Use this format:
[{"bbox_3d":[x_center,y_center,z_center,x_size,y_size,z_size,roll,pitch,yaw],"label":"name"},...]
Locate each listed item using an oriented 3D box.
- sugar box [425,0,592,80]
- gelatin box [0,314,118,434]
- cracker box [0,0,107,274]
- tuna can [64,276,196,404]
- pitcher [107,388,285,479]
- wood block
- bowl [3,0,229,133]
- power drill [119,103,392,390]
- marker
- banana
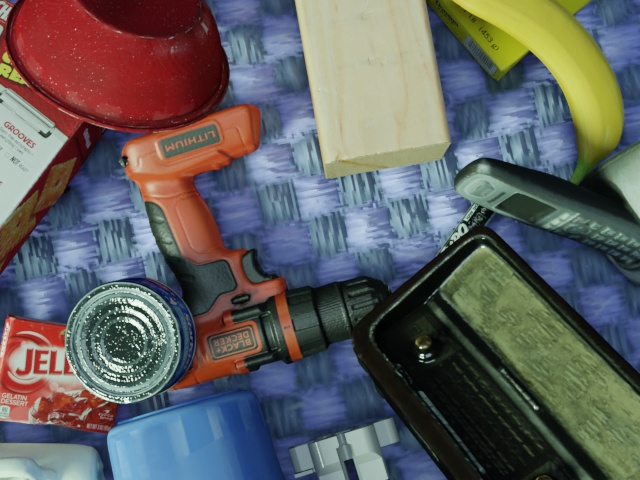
[{"bbox_3d":[0.170,-0.210,0.790,0.176,0.048,0.093,-40,89,0],"label":"sugar box"},{"bbox_3d":[-0.187,0.096,0.766,0.089,0.030,0.073,12,85,-22],"label":"gelatin box"},{"bbox_3d":[-0.263,-0.067,0.742,0.164,0.072,0.213,30,65,2],"label":"cracker box"},{"bbox_3d":[-0.131,0.068,0.733,0.086,0.033,0.086,0,91,9],"label":"tuna can"},{"bbox_3d":[-0.074,0.233,0.730,0.149,0.145,0.243,-14,82,-13],"label":"pitcher"},{"bbox_3d":[0.029,-0.157,0.766,0.090,0.091,0.206,-10,86,1],"label":"wood block"},{"bbox_3d":[-0.134,-0.150,0.740,0.162,0.055,0.162,13,47,-15],"label":"bowl"},{"bbox_3d":[-0.055,0.001,0.772,0.184,0.057,0.187,-16,86,0],"label":"power drill"},{"bbox_3d":[0.100,0.006,0.789,0.020,0.020,0.121,36,87,3],"label":"marker"},{"bbox_3d":[0.163,-0.125,0.753,0.069,0.037,0.197,-41,112,-6],"label":"banana"}]
